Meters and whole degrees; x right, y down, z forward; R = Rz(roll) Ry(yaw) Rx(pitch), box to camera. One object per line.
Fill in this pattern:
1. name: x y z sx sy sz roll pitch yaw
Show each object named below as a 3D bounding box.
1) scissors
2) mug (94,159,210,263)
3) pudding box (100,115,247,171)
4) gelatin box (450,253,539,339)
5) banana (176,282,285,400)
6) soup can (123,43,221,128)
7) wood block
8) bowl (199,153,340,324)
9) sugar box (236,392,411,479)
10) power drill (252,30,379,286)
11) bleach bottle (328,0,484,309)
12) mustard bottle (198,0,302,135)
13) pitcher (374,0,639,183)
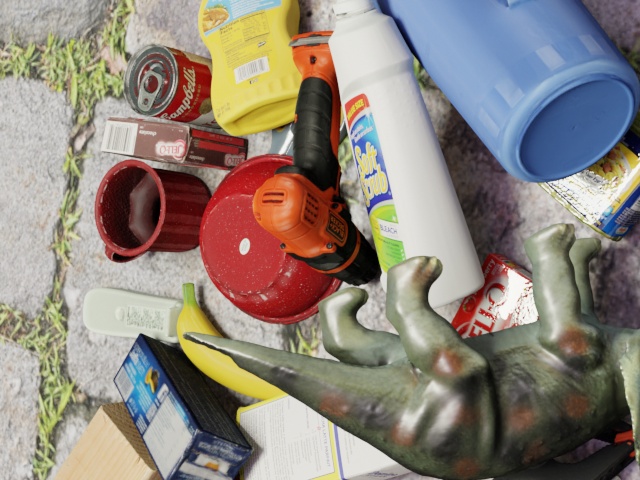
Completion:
1. scissors: -0.030 -0.065 1.003 0.096 0.016 0.202 23 101 33
2. mug: -0.168 -0.021 1.055 0.093 0.081 0.117 49 113 26
3. pudding box: -0.142 -0.092 1.036 0.114 0.089 0.039 12 93 35
4. gelatin box: 0.149 0.067 0.866 0.073 0.030 0.089 36 107 30
5. banana: -0.073 0.111 1.008 0.198 0.037 0.070 28 115 30
6. soup can: -0.129 -0.146 1.022 0.069 0.102 0.068 -2 87 34
7. wood block: -0.215 0.265 1.070 0.091 0.090 0.206 45 111 26
8. bowl: -0.056 0.001 0.983 0.162 0.055 0.162 3 97 30
9. sugar box: 0.007 0.168 0.912 0.176 0.048 0.093 -22 60 31
10. power drill: 0.013 -0.066 0.899 0.057 0.184 0.187 -1 71 24
11. bleach bottle: 0.056 -0.075 0.839 0.103 0.068 0.251 25 136 69
12. mustard bottle: -0.065 -0.197 0.995 0.096 0.058 0.191 -20 65 15
13. pitcher: 0.127 -0.165 0.784 0.145 0.149 0.243 -52 45 28
